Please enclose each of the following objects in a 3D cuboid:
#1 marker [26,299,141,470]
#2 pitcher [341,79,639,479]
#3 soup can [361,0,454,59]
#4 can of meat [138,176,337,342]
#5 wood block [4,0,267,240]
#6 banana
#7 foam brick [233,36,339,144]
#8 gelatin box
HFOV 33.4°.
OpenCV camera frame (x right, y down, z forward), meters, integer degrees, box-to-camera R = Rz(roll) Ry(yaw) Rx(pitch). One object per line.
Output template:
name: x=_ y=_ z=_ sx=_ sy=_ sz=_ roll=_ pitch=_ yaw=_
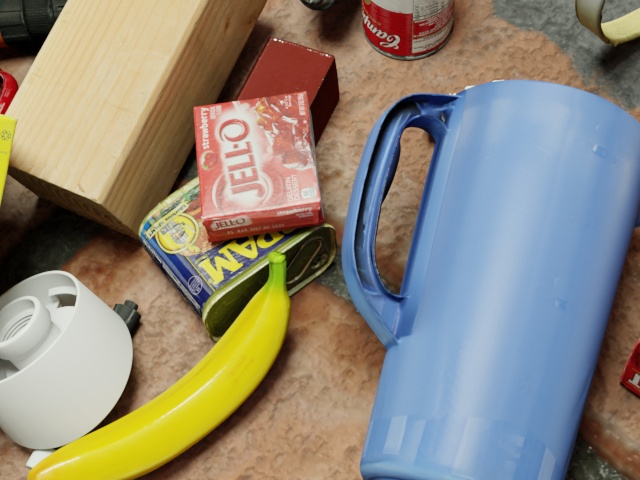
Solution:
marker: x=-0.146 y=0.090 z=0.667 sx=0.020 sy=0.020 sz=0.121 roll=19 pitch=66 yaw=14
pitcher: x=0.095 y=0.035 z=0.616 sx=0.149 sy=0.145 sz=0.242 roll=5 pitch=64 yaw=30
soup can: x=0.062 y=-0.184 z=0.746 sx=0.068 sy=0.102 sz=0.068 roll=-2 pitch=63 yaw=3
can of meat: x=-0.054 y=0.001 z=0.687 sx=0.102 sy=0.057 sz=0.084 roll=-36 pitch=63 yaw=-14
wood block: x=-0.122 y=-0.117 z=0.711 sx=0.091 sy=0.090 sz=0.206 roll=23 pitch=79 yaw=16
banana: x=-0.083 y=0.091 z=0.638 sx=0.197 sy=0.069 sz=0.037 roll=-44 pitch=33 yaw=-11
foam brick: x=-0.026 y=-0.090 z=0.733 sx=0.051 sy=0.053 sz=0.078 roll=19 pitch=65 yaw=14
gelatin box: x=-0.039 y=-0.047 z=0.661 sx=0.073 sy=0.030 sz=0.089 roll=-8 pitch=58 yaw=2
